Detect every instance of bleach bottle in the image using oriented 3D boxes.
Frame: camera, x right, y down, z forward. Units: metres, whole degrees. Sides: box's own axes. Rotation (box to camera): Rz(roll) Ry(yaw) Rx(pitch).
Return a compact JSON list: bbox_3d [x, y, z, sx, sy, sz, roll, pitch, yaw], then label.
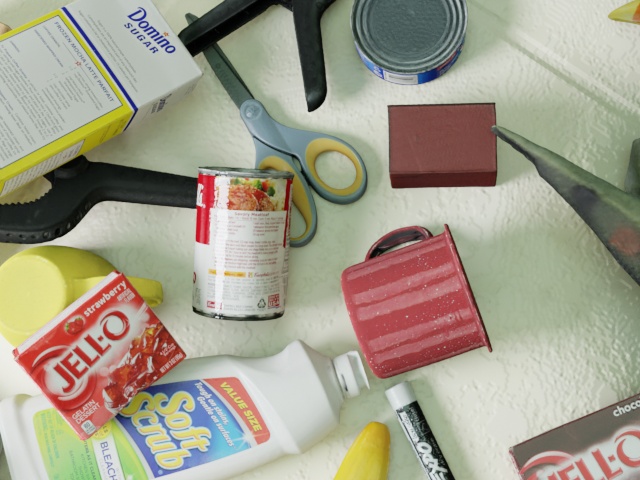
[{"bbox_3d":[-0.091,0.122,0.751,0.251,0.068,0.102,-18,79,1],"label":"bleach bottle"}]

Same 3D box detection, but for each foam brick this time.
[{"bbox_3d":[0.087,-0.068,0.764,0.078,0.053,0.051,0,81,6],"label":"foam brick"}]

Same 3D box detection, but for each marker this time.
[{"bbox_3d":[0.080,0.156,0.746,0.020,0.020,0.121,-26,79,2],"label":"marker"}]

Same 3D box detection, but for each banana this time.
[{"bbox_3d":[-0.018,0.209,0.739,0.198,0.037,0.070,-37,80,0],"label":"banana"}]

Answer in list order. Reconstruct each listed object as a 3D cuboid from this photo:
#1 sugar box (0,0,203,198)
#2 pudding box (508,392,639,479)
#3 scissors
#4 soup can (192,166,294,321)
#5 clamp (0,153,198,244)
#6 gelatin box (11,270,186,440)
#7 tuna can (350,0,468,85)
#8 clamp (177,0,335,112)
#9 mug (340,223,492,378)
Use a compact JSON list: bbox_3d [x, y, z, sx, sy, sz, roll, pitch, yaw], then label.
[{"bbox_3d":[-0.178,-0.108,0.742,0.176,0.048,0.093,-34,87,-33],"label":"sugar box"},{"bbox_3d":[0.196,0.160,0.721,0.113,0.039,0.090,-24,78,2],"label":"pudding box"},{"bbox_3d":[-0.030,-0.095,0.801,0.096,0.016,0.202,-18,79,2],"label":"scissors"},{"bbox_3d":[-0.055,0.001,0.751,0.068,0.068,0.102,4,97,7],"label":"soup can"},{"bbox_3d":[-0.185,-0.064,0.770,0.209,0.036,0.164,-21,73,-24],"label":"clamp"},{"bbox_3d":[-0.146,0.075,0.705,0.089,0.030,0.073,-39,106,-14],"label":"gelatin box"},{"bbox_3d":[0.066,-0.159,0.791,0.086,0.033,0.086,-1,81,6],"label":"tuna can"},{"bbox_3d":[-0.035,-0.187,0.802,0.120,0.039,0.171,16,76,0],"label":"clamp"},{"bbox_3d":[0.062,0.037,0.739,0.081,0.093,0.117,-20,48,8],"label":"mug"}]
